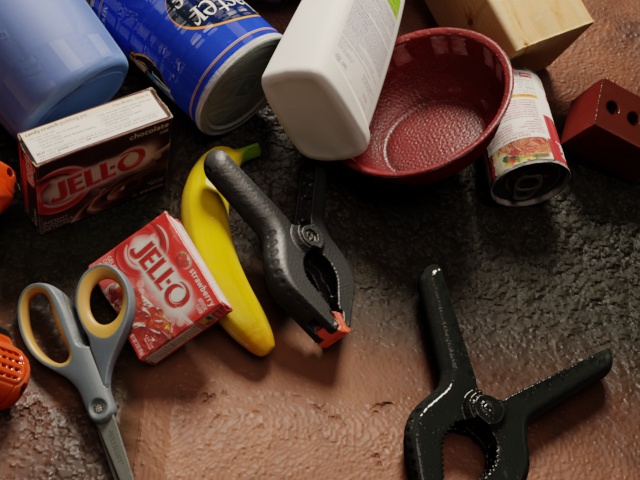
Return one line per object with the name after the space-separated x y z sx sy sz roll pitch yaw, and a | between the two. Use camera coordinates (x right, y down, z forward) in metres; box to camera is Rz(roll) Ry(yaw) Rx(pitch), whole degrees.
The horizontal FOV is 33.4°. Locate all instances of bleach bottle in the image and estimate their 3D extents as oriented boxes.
0.032 -0.190 0.894 0.068 0.102 0.250 -3 48 32 | bleach bottle

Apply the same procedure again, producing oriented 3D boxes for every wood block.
0.144 -0.252 0.970 0.090 0.091 0.206 -23 80 -22 | wood block

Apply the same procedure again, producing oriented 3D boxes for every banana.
-0.074 -0.003 0.830 0.069 0.037 0.198 2 59 -11 | banana

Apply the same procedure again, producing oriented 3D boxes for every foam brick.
0.260 -0.096 0.937 0.078 0.051 0.053 24 64 -13 | foam brick

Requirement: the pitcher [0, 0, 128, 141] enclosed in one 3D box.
-0.272 -0.190 0.834 0.243 0.149 0.144 52 48 2 | pitcher

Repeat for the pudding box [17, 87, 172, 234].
-0.171 -0.060 0.813 0.113 0.090 0.039 -26 67 -25 | pudding box

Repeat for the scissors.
-0.142 0.100 0.747 0.096 0.016 0.202 -39 71 1 | scissors

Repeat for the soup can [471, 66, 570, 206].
0.168 -0.089 0.916 0.068 0.069 0.102 -1 59 -13 | soup can

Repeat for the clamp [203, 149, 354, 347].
-0.027 -0.001 0.821 0.120 0.039 0.171 5 55 -34 | clamp

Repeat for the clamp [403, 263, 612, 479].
0.111 0.121 0.794 0.164 0.036 0.209 31 58 7 | clamp

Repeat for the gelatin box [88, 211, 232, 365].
-0.118 0.035 0.784 0.073 0.030 0.089 -35 69 4 | gelatin box

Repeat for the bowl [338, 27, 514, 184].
0.087 -0.101 0.890 0.162 0.055 0.162 -14 50 17 | bowl

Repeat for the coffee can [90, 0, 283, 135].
-0.107 -0.171 0.886 0.102 0.103 0.140 -37 73 -28 | coffee can
